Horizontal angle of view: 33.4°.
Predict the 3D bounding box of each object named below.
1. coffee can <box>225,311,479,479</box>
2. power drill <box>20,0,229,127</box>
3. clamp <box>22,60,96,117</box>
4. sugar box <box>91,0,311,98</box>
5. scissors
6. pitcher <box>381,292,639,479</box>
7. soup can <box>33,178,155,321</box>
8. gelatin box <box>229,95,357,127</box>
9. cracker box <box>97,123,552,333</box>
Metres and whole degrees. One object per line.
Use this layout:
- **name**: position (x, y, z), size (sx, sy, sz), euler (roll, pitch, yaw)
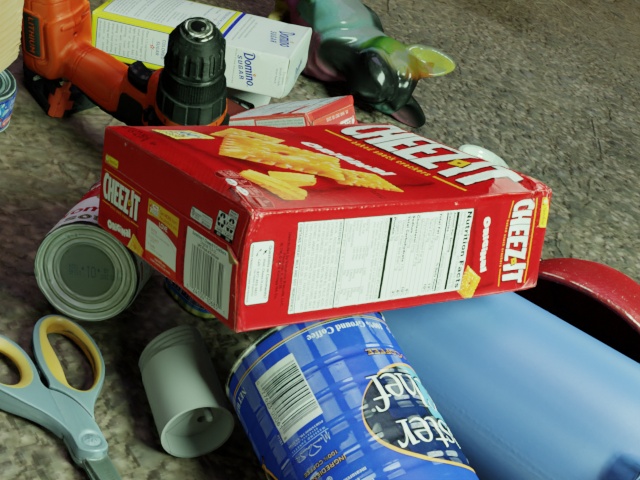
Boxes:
- **coffee can**: position (0.021, 0.118, 0.582), size (0.102, 0.103, 0.140), euler (-1, 47, -37)
- **power drill**: position (-0.146, -0.132, 0.799), size (0.188, 0.185, 0.057), euler (41, 56, 17)
- **clamp**: position (-0.209, -0.160, 0.949), size (0.120, 0.039, 0.171), euler (8, 40, -19)
- **sugar box**: position (-0.103, -0.174, 0.938), size (0.176, 0.048, 0.093), euler (16, 30, 5)
- **scissors**: position (-0.147, 0.107, 0.584), size (0.096, 0.016, 0.202), euler (9, 31, -28)
- **pitcher**: position (0.125, 0.104, 0.693), size (0.243, 0.149, 0.144), euler (34, 46, 23)
- **soup can**: position (-0.138, 0.002, 0.696), size (0.068, 0.069, 0.102), euler (23, 22, -2)
- **gelatin box**: position (-0.026, -0.092, 0.856), size (0.089, 0.030, 0.073), euler (0, 17, 31)
- **cracker box**: position (0.001, -0.020, 0.626), size (0.213, 0.072, 0.164), euler (-6, 23, -35)
